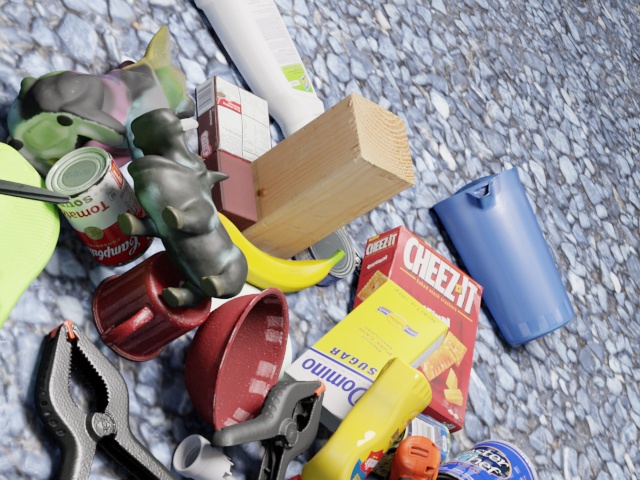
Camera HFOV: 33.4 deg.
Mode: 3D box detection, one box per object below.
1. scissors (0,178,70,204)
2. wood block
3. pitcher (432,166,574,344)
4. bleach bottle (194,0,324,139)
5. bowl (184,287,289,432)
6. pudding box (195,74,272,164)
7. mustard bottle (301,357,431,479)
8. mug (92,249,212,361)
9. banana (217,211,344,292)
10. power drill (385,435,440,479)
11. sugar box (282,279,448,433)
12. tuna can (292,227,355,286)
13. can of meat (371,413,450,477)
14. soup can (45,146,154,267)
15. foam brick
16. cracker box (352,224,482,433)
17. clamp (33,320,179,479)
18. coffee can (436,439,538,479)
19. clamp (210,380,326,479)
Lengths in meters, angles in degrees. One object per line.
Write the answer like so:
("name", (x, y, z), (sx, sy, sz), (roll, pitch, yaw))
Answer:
("scissors", (-0.303, -0.041, 0.876), (0.096, 0.202, 0.016), (-38, 136, -34))
("wood block", (-0.003, -0.068, 1.211), (0.090, 0.206, 0.091), (22, 50, -41))
("pitcher", (0.274, 0.023, 1.569), (0.148, 0.145, 0.243), (-24, 88, -43))
("bleach bottle", (-0.063, -0.219, 1.373), (0.102, 0.068, 0.251), (-26, 89, -55))
("bowl", (-0.089, 0.118, 1.064), (0.162, 0.055, 0.162), (15, 90, -70))
("pudding box", (-0.102, -0.133, 1.283), (0.089, 0.039, 0.113), (23, 51, -41))
("mustard bottle", (0.035, 0.211, 1.085), (0.058, 0.096, 0.191), (36, 72, 18))
("mug", (-0.165, 0.065, 1.026), (0.093, 0.082, 0.117), (57, 35, -4))
("banana", (-0.061, 0.020, 1.207), (0.197, 0.037, 0.069), (17, 91, -40))
("power drill", (0.078, 0.315, 1.116), (0.057, 0.184, 0.187), (12, 58, 8))
("sugar box", (0.050, 0.129, 1.187), (0.093, 0.048, 0.176), (38, 57, 21))
("tuna can", (0.003, 0.012, 1.311), (0.086, 0.034, 0.086), (30, 45, -35))
("can of meat", (0.083, 0.226, 1.199), (0.083, 0.102, 0.057), (32, 46, -37))
("soup can", (-0.209, -0.032, 1.020), (0.102, 0.069, 0.068), (65, 24, -44))
("foam brick", (-0.110, -0.050, 1.202), (0.051, 0.053, 0.078), (20, 52, -42))
("cracker box", (0.117, 0.113, 1.325), (0.164, 0.072, 0.213), (36, 50, -28))
("clamp", (-0.193, 0.173, 0.953), (0.164, 0.036, 0.210), (5, 61, -49))
("coffee can", (0.181, 0.303, 1.262), (0.140, 0.103, 0.103), (-11, 74, -53))
("clamp", (-0.048, 0.188, 1.056), (0.171, 0.039, 0.120), (-60, 140, -43))
